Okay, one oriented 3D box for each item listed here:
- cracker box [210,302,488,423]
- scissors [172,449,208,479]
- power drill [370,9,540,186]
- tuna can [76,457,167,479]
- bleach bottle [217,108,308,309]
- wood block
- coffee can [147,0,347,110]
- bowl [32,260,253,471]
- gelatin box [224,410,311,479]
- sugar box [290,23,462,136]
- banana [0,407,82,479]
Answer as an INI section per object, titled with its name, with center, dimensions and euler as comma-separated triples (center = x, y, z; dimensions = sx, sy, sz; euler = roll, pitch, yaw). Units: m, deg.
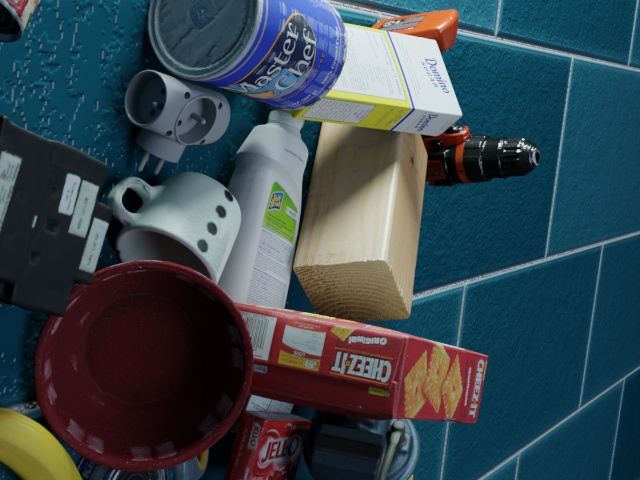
[cracker box]
center = 0.031, 0.108, 0.900
dimensions = 0.213, 0.164, 0.072
euler = 24, 76, -63
[scissors]
center = -0.112, 0.220, 0.903
dimensions = 0.096, 0.016, 0.202
euler = 63, 22, -65
[power drill]
center = 0.127, -0.143, 1.119
dimensions = 0.057, 0.185, 0.187
euler = -50, 130, -47
[tuna can]
center = -0.162, 0.201, 0.866
dimensions = 0.086, 0.034, 0.086
euler = -27, 122, -54
[bleach bottle]
center = -0.056, 0.001, 0.956
dimensions = 0.102, 0.068, 0.251
euler = 36, 66, -61
[wood block]
center = 0.043, -0.030, 1.027
dimensions = 0.090, 0.090, 0.206
euler = 64, 28, -45
[coffee can]
center = -0.055, -0.167, 0.858
dimensions = 0.140, 0.103, 0.103
euler = 8, 93, -60
[bowl]
center = -0.134, 0.089, 0.808
dimensions = 0.055, 0.162, 0.162
euler = -143, -128, -73
[gelatin box]
center = -0.049, 0.198, 0.991
dimensions = 0.089, 0.030, 0.073
euler = 20, 86, -61
[sugar box]
center = 0.044, -0.151, 0.992
dimensions = 0.175, 0.048, 0.093
euler = 5, 59, -38
[banana]
center = -0.206, 0.183, 0.781
dimensions = 0.069, 0.037, 0.198
euler = -47, 137, -43
